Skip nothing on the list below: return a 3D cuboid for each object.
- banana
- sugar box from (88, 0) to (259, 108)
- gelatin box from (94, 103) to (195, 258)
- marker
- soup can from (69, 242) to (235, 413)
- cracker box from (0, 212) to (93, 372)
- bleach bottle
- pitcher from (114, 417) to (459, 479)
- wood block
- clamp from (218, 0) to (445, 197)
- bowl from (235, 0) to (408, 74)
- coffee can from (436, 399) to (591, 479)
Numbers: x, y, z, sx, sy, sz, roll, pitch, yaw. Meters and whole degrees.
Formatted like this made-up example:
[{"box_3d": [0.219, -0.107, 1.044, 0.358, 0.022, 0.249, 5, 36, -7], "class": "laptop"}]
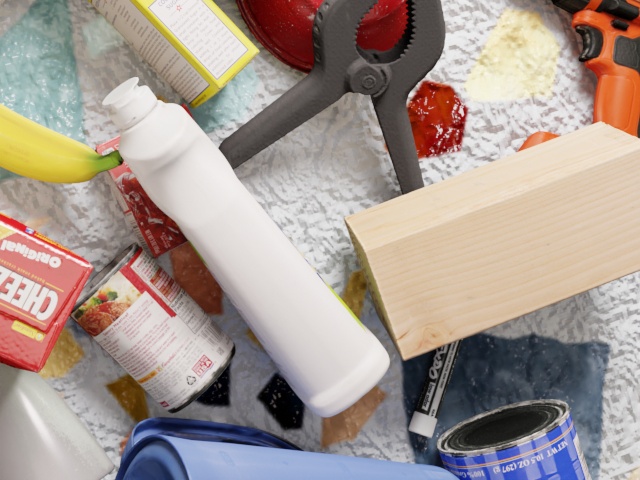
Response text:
[{"box_3d": [-0.224, -0.088, 0.709, 0.197, 0.070, 0.037, 29, 41, -8], "class": "banana"}, {"box_3d": [-0.125, -0.172, 0.727, 0.048, 0.093, 0.176, -44, 101, -15], "class": "sugar box"}, {"box_3d": [-0.109, -0.042, 0.759, 0.073, 0.030, 0.089, -29, 97, -17], "class": "gelatin box"}, {"box_3d": [0.095, 0.092, 0.824, 0.020, 0.020, 0.121, 21, 82, -16], "class": "marker"}, {"box_3d": [-0.116, 0.060, 0.734, 0.068, 0.069, 0.102, -46, 101, -14], "class": "soup can"}, {"box_3d": [-0.227, 0.006, 0.624, 0.164, 0.214, 0.072, 28, 82, -14], "class": "cracker box"}, {"box_3d": [-0.055, 0.001, 0.708, 0.068, 0.103, 0.250, -39, 115, -6], "class": "bleach bottle"}, {"box_3d": [-0.016, 0.195, 0.716, 0.242, 0.145, 0.149, 10, 74, -34], "class": "pitcher"}, {"box_3d": [0.133, -0.003, 0.769, 0.206, 0.090, 0.091, -21, 108, -2], "class": "wood block"}, {"box_3d": [0.039, -0.112, 0.760, 0.164, 0.036, 0.210, 19, 117, -21], "class": "clamp"}, {"box_3d": [0.018, -0.200, 0.776, 0.162, 0.055, 0.162, -1, 96, -15], "class": "bowl"}, {"box_3d": [0.156, 0.202, 0.794, 0.102, 0.103, 0.140, -20, 94, -17], "class": "coffee can"}]
